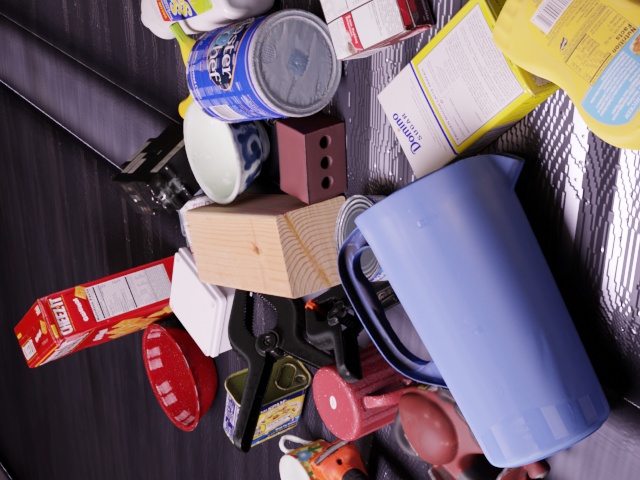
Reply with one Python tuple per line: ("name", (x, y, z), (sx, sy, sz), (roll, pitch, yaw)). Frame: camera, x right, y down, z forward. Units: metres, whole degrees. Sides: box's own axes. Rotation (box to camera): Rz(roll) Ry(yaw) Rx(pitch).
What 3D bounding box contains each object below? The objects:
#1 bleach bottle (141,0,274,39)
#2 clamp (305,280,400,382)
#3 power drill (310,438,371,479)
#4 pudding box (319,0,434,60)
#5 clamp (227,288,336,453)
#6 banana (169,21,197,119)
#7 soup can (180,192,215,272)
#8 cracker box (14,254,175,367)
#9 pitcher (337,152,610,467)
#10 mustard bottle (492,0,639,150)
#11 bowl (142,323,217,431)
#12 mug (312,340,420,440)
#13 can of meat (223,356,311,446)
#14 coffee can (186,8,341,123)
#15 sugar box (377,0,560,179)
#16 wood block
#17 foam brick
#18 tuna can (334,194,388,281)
("bleach bottle", (-0.142, -0.271, 1.194), (0.251, 0.068, 0.102), (-7, 98, 61))
("clamp", (0.025, 0.089, 1.091), (0.039, 0.120, 0.172), (44, 158, -17))
("power drill", (0.072, 0.312, 1.151), (0.188, 0.057, 0.184), (43, 161, 44))
("pudding box", (0.045, -0.217, 0.952), (0.114, 0.039, 0.090), (-11, 96, 57))
("clamp", (-0.061, 0.131, 1.229), (0.210, 0.164, 0.036), (58, -177, 34))
("banana", (-0.141, -0.179, 1.237), (0.070, 0.037, 0.198), (55, 163, 16))
("soup can", (-0.129, -0.009, 1.307), (0.069, 0.068, 0.102), (-8, 99, 59))
("cracker box", (-0.302, 0.101, 1.497), (0.164, 0.213, 0.072), (-36, 75, 58))
("pitcher", (0.128, 0.061, 0.881), (0.243, 0.144, 0.149), (64, 160, 5))
("mustard bottle", (0.209, -0.117, 0.719), (0.096, 0.058, 0.192), (-53, 58, 21))
("bowl", (-0.193, 0.187, 1.526), (0.162, 0.055, 0.162), (34, 133, 45))
("mug", (0.052, 0.156, 1.098), (0.117, 0.081, 0.093), (-3, 104, 58))
("can of meat", (-0.067, 0.195, 1.289), (0.057, 0.101, 0.084), (49, 145, 35))
("coffee can", (-0.059, -0.173, 1.075), (0.141, 0.102, 0.103), (5, 110, 57))
("sugar box", (0.119, -0.125, 0.878), (0.093, 0.048, 0.176), (65, 152, 9))
("wood block", (-0.058, 0.002, 1.182), (0.206, 0.090, 0.091), (6, 110, 57))
("foam brick", (-0.009, -0.086, 1.092), (0.051, 0.052, 0.078), (29, 130, 48))
("tuna can", (0.050, -0.002, 1.044), (0.086, 0.033, 0.086), (5, 96, 58))
